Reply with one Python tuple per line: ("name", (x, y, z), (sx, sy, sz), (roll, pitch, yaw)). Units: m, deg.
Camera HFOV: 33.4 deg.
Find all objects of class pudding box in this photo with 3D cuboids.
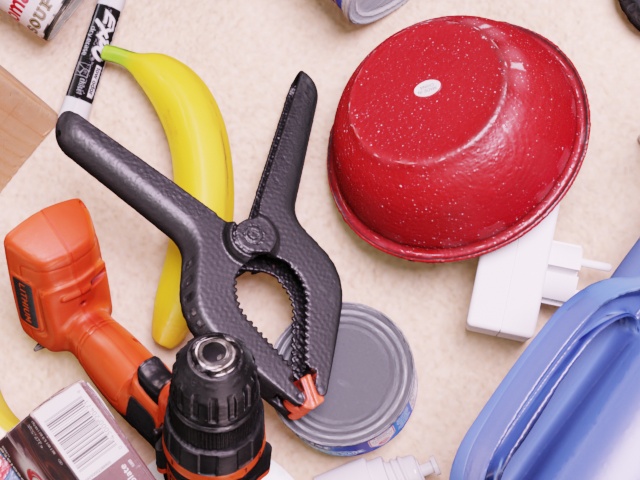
("pudding box", (-0.123, 0.138, 0.583), (0.039, 0.090, 0.113), (-33, 88, -35))

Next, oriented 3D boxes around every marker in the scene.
("marker", (-0.142, -0.132, 0.690), (0.020, 0.020, 0.121), (16, 84, 9))

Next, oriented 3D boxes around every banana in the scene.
("banana", (-0.086, -0.035, 0.663), (0.070, 0.037, 0.198), (-15, 79, 20))

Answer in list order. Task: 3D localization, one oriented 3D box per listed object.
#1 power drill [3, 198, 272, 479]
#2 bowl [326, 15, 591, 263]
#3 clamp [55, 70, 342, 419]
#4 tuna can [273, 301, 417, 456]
("power drill", (-0.099, 0.064, 0.577), (0.057, 0.184, 0.188), (-30, 60, -27))
("bowl", (0.068, -0.071, 0.608), (0.162, 0.055, 0.162), (-11, 62, 21))
("clamp", (-0.054, 0.001, 0.604), (0.164, 0.036, 0.210), (-8, 70, -23))
("tuna can", (0.014, 0.081, 0.622), (0.086, 0.033, 0.086), (-4, 66, 9))
